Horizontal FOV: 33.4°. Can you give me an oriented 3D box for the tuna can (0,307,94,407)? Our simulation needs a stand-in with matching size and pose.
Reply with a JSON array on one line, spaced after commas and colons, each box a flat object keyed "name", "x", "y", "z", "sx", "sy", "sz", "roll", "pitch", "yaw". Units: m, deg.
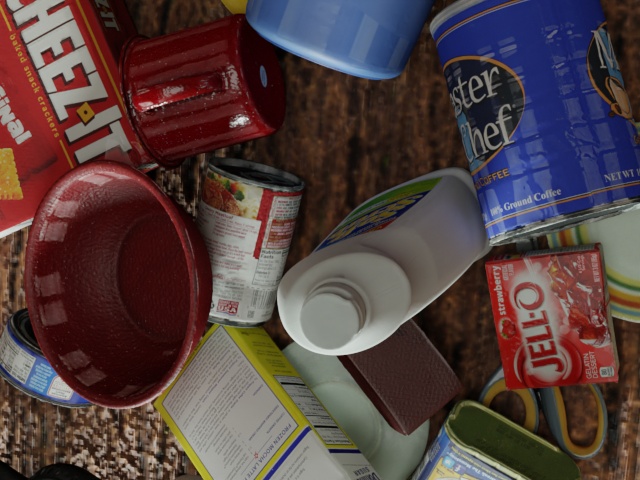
[{"name": "tuna can", "x": -0.190, "y": 0.083, "z": 0.773, "sx": 0.086, "sy": 0.086, "sz": 0.034, "roll": 28, "pitch": 104, "yaw": 7}]

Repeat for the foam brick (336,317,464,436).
[{"name": "foam brick", "x": 0.050, "y": 0.084, "z": 0.724, "sx": 0.053, "sy": 0.051, "sz": 0.078, "roll": -37, "pitch": 90, "yaw": -9}]

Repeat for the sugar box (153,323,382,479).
[{"name": "sugar box", "x": -0.035, "y": 0.142, "z": 0.728, "sx": 0.093, "sy": 0.048, "sz": 0.176, "roll": -53, "pitch": 58, "yaw": 17}]

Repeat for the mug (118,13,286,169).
[{"name": "mug", "x": -0.078, "y": -0.099, "z": 0.693, "sx": 0.082, "sy": 0.117, "sz": 0.093, "roll": -12, "pitch": 94, "yaw": 19}]

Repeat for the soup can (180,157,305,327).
[{"name": "soup can", "x": -0.055, "y": 0.001, "z": 0.734, "sx": 0.068, "sy": 0.068, "sz": 0.102, "roll": 17, "pitch": 104, "yaw": 10}]

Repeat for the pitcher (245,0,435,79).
[{"name": "pitcher", "x": 0.031, "y": -0.231, "z": 0.642, "sx": 0.149, "sy": 0.144, "sz": 0.243, "roll": 38, "pitch": 114, "yaw": 42}]

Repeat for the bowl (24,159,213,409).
[{"name": "bowl", "x": -0.124, "y": 0.027, "z": 0.707, "sx": 0.162, "sy": 0.055, "sz": 0.162, "roll": 4, "pitch": 96, "yaw": 35}]

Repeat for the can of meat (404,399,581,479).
[{"name": "can of meat", "x": 0.113, "y": 0.168, "z": 0.718, "sx": 0.102, "sy": 0.057, "sz": 0.084, "roll": 29, "pitch": 120, "yaw": 8}]

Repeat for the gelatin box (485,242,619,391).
[{"name": "gelatin box", "x": 0.151, "y": 0.050, "z": 0.692, "sx": 0.073, "sy": 0.030, "sz": 0.089, "roll": -7, "pitch": 98, "yaw": 19}]

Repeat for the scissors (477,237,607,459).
[{"name": "scissors", "x": 0.130, "y": 0.060, "z": 0.726, "sx": 0.096, "sy": 0.016, "sz": 0.202, "roll": -23, "pitch": 94, "yaw": 17}]

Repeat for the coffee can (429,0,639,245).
[{"name": "coffee can", "x": 0.133, "y": -0.077, "z": 0.641, "sx": 0.103, "sy": 0.102, "sz": 0.140, "roll": -16, "pitch": 84, "yaw": 16}]

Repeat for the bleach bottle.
[{"name": "bleach bottle", "x": 0.040, "y": 0.013, "z": 0.617, "sx": 0.103, "sy": 0.250, "sz": 0.068, "roll": -21, "pitch": 95, "yaw": 16}]

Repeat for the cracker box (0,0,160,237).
[{"name": "cracker box", "x": -0.227, "y": -0.092, "z": 0.757, "sx": 0.214, "sy": 0.072, "sz": 0.164, "roll": -22, "pitch": 95, "yaw": 16}]
